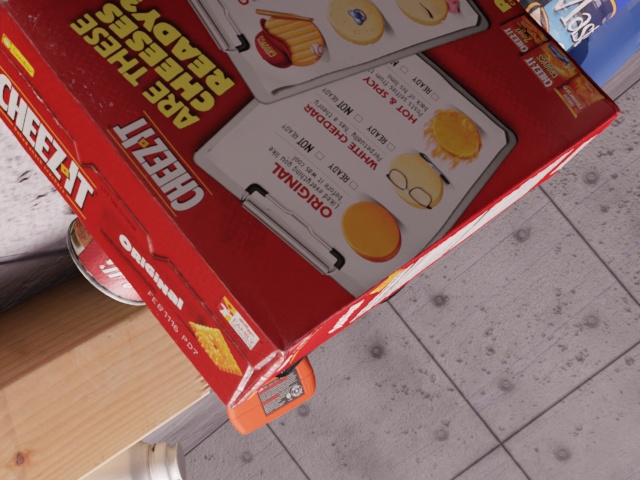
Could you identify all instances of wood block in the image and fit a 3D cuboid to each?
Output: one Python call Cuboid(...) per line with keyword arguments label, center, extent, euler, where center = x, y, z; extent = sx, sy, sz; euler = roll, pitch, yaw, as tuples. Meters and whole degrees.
Cuboid(label="wood block", center=(-0.176, 0.097, 0.675), extent=(0.090, 0.091, 0.205), euler=(9, -154, 37))

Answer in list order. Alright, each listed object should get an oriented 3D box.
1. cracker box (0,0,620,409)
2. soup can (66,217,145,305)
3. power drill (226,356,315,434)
Cuboid(label="cracker box", center=(-0.002, -0.056, 0.447), extent=(0.213, 0.164, 0.072), euler=(-33, 168, -34))
Cuboid(label="soup can", center=(-0.088, -0.020, 0.611), extent=(0.102, 0.068, 0.068), euler=(-43, 171, 27))
Cuboid(label="power drill", center=(-0.103, 0.144, 1.196), extent=(0.184, 0.057, 0.188), euler=(-29, -151, -17))
